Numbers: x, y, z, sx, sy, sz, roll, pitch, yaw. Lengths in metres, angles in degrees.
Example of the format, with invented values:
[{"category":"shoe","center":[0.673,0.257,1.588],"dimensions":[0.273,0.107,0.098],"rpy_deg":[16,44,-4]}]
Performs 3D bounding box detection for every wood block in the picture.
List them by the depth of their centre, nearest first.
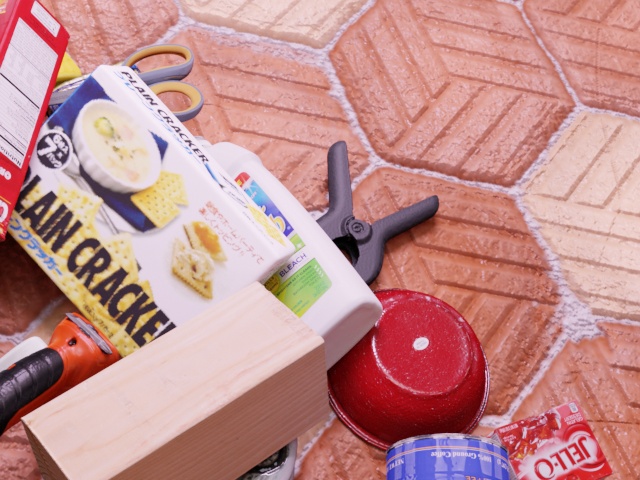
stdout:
[{"category":"wood block","center":[-0.101,0.130,0.792],"dimensions":[0.205,0.091,0.090],"rpy_deg":[-30,48,-26]}]

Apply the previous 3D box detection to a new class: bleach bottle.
[{"category":"bleach bottle","center":[-0.056,0.001,0.952],"dimensions":[0.102,0.068,0.251],"rpy_deg":[-44,61,6]}]

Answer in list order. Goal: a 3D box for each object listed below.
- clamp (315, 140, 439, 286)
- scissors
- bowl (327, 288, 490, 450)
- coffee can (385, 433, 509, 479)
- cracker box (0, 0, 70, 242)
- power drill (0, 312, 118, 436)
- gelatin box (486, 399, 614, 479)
[{"category":"clamp","center":[0.025,-0.015,1.007],"dimensions":[0.120,0.039,0.171],"rpy_deg":[35,60,9]},{"category":"scissors","center":[-0.192,-0.122,0.962],"dimensions":[0.201,0.016,0.096],"rpy_deg":[-29,67,-26]},{"category":"bowl","center":[0.082,0.104,0.945],"dimensions":[0.162,0.055,0.162],"rpy_deg":[6,60,-10]},{"category":"coffee can","center":[0.103,0.237,0.848],"dimensions":[0.102,0.103,0.140],"rpy_deg":[7,60,-9]},{"category":"cracker box","center":[-0.304,-0.086,0.864],"dimensions":[0.164,0.072,0.213],"rpy_deg":[-13,52,29]},{"category":"power drill","center":[-0.244,0.146,0.801],"dimensions":[0.057,0.185,0.187],"rpy_deg":[38,40,16]},{"category":"gelatin box","center":[0.203,0.189,0.940],"dimensions":[0.089,0.030,0.073],"rpy_deg":[-15,66,-20]}]
